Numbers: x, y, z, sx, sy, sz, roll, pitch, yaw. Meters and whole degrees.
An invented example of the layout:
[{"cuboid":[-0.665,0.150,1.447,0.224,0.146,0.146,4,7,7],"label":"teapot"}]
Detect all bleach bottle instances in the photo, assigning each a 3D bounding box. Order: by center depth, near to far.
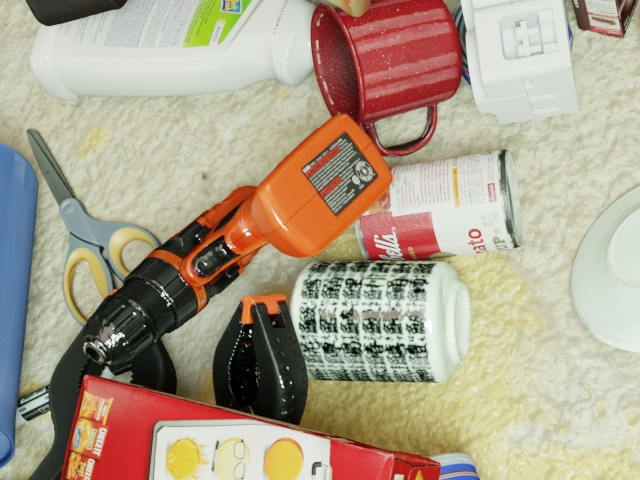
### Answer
[{"cuboid":[-0.099,-0.154,0.840,0.251,0.068,0.102,8,68,22],"label":"bleach bottle"}]

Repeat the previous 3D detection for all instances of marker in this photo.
[{"cuboid":[-0.182,0.107,0.793,0.121,0.020,0.020,-27,63,10],"label":"marker"}]

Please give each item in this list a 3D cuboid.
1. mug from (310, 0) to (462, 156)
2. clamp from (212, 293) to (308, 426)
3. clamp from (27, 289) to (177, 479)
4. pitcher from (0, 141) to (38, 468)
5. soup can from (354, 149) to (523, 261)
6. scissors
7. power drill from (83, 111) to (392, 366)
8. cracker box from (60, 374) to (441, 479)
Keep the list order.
[{"cuboid":[0.050,-0.117,0.751,0.081,0.093,0.117,-16,98,-15],"label":"mug"},{"cuboid":[-0.048,0.119,0.684,0.120,0.039,0.171,-1,89,43],"label":"clamp"},{"cuboid":[-0.157,0.136,0.731,0.165,0.036,0.210,-11,60,12],"label":"clamp"},{"cuboid":[-0.272,0.037,0.772,0.149,0.144,0.243,-18,52,23],"label":"pitcher"},{"cuboid":[0.079,-0.022,0.716,0.102,0.068,0.068,-7,67,18],"label":"soup can"},{"cuboid":[-0.178,-0.024,0.846,0.096,0.016,0.202,-22,63,10],"label":"scissors"},{"cuboid":[-0.054,0.001,0.679,0.188,0.057,0.184,-27,15,49],"label":"power drill"},{"cuboid":[-0.054,0.176,0.589,0.214,0.072,0.164,8,82,33],"label":"cracker box"}]
